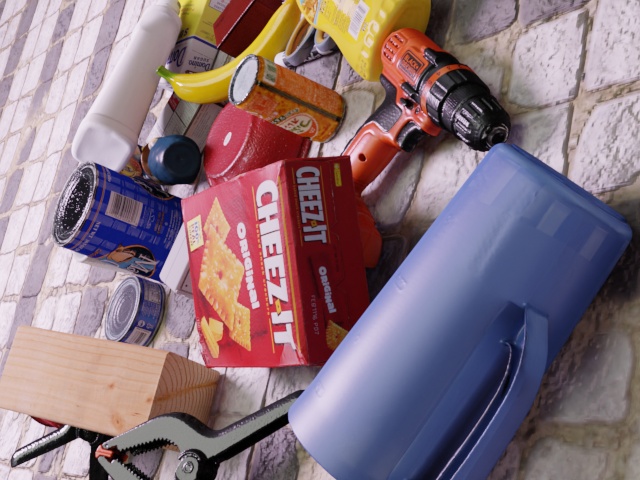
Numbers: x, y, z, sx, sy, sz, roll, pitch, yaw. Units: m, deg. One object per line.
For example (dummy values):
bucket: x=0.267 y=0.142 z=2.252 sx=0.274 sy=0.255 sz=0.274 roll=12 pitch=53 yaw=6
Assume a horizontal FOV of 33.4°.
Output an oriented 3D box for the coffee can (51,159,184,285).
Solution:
coffee can: x=-0.217 y=-0.018 z=1.208 sx=0.103 sy=0.140 sz=0.103 roll=-34 pitch=45 yaw=42

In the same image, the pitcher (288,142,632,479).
pitcher: x=0.098 y=0.065 z=0.705 sx=0.149 sy=0.144 sz=0.243 roll=39 pitch=103 yaw=25

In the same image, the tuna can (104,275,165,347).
tuna can: x=-0.218 y=0.085 z=1.247 sx=0.086 sy=0.033 sz=0.086 roll=-34 pitch=45 yaw=42

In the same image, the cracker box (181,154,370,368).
cracker box: x=-0.044 y=0.026 z=0.915 sx=0.214 sy=0.072 sz=0.164 roll=-13 pitch=84 yaw=61

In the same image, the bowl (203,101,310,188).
bowl: x=-0.077 y=-0.100 z=1.132 sx=0.162 sy=0.055 sz=0.162 roll=-33 pitch=46 yaw=42

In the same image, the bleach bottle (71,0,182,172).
bleach bottle: x=-0.219 y=-0.203 z=1.286 sx=0.103 sy=0.068 sz=0.250 roll=-42 pitch=26 yaw=55

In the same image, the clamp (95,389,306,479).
clamp: x=-0.100 y=0.192 z=0.933 sx=0.210 sy=0.036 sz=0.164 roll=11 pitch=74 yaw=28

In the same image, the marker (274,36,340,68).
marker: x=-0.008 y=-0.200 z=1.124 sx=0.121 sy=0.020 sz=0.020 roll=-7 pitch=65 yaw=55

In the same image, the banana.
banana: x=-0.094 y=-0.201 z=1.203 sx=0.198 sy=0.069 sz=0.037 roll=-23 pitch=21 yaw=22

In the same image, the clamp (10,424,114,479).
clamp: x=-0.262 y=0.211 z=1.175 sx=0.039 sy=0.120 sz=0.171 roll=134 pitch=161 yaw=-87

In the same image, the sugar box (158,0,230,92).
sugar box: x=-0.158 y=-0.277 z=1.370 sx=0.093 sy=0.048 sz=0.176 roll=15 pitch=82 yaw=58

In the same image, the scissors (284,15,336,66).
scissors: x=0.027 y=-0.267 z=1.097 sx=0.202 sy=0.016 sz=0.096 roll=-59 pitch=31 yaw=-3

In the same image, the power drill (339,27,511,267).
power drill: x=0.067 y=-0.072 z=0.901 sx=0.188 sy=0.057 sz=0.184 roll=-55 pitch=34 yaw=17

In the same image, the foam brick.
foam brick: x=-0.081 y=-0.253 z=1.235 sx=0.078 sy=0.051 sz=0.053 roll=-47 pitch=36 yaw=29

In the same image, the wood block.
wood block: x=-0.218 y=0.150 z=1.083 sx=0.206 sy=0.090 sz=0.090 roll=5 pitch=74 yaw=33

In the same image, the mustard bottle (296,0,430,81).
mustard bottle: x=0.023 y=-0.238 z=1.011 sx=0.192 sy=0.058 sz=0.096 roll=50 pitch=132 yaw=35

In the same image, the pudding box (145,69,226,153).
pudding box: x=-0.164 y=-0.140 z=1.302 sx=0.114 sy=0.039 sz=0.090 roll=-59 pitch=36 yaw=19
